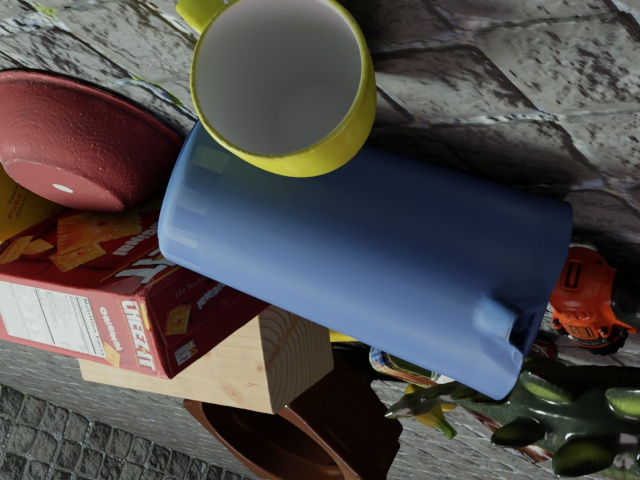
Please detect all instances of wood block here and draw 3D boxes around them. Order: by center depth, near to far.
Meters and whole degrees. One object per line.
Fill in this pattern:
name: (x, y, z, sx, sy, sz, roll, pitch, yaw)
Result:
wood block: (-0.104, 0.073, 0.894, 0.206, 0.090, 0.090, 4, -160, 34)

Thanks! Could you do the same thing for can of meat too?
can of meat: (0.106, 0.115, 1.070, 0.102, 0.057, 0.084, 20, 165, -7)

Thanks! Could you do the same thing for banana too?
banana: (0.129, 0.190, 1.247, 0.069, 0.037, 0.197, 51, -171, 4)

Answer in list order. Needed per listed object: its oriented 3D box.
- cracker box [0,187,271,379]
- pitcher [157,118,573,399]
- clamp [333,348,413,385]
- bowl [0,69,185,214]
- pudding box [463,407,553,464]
cracker box: (-0.137, 0.020, 0.808, 0.214, 0.163, 0.072, 6, 120, 40)
pitcher: (0.027, -0.002, 0.690, 0.243, 0.145, 0.149, 20, 150, 2)
clamp: (0.055, 0.145, 1.210, 0.164, 0.036, 0.210, 2, -178, -33)
bowl: (-0.180, -0.062, 0.790, 0.162, 0.055, 0.162, 16, 163, 5)
pudding box: (0.199, 0.177, 1.093, 0.113, 0.039, 0.090, 37, 161, 4)
